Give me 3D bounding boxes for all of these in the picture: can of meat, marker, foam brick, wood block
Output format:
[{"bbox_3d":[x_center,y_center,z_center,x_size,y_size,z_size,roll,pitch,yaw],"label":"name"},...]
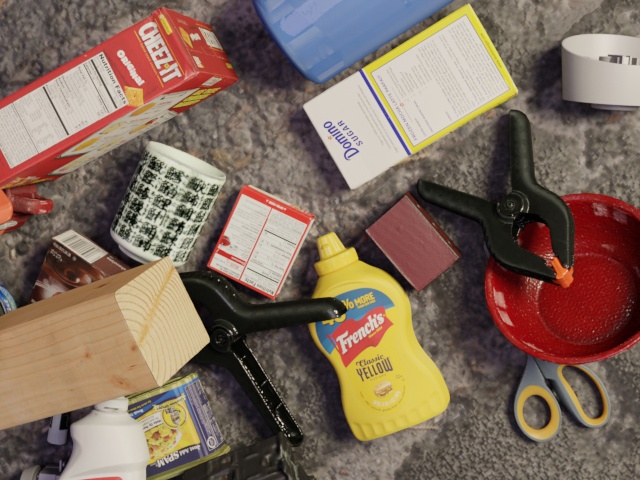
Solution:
[{"bbox_3d":[-0.151,0.184,1.032,0.102,0.057,0.084,-22,90,10],"label":"can of meat"},{"bbox_3d":[-0.254,0.143,1.062,0.020,0.020,0.121,11,96,7],"label":"marker"},{"bbox_3d":[0.086,0.001,0.983,0.051,0.053,0.078,-41,89,9],"label":"foam brick"},{"bbox_3d":[-0.218,0.095,0.963,0.206,0.090,0.090,-18,102,30],"label":"wood block"}]

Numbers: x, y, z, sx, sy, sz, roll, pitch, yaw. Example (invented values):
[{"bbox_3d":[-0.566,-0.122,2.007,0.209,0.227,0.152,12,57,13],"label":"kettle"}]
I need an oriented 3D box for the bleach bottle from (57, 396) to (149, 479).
[{"bbox_3d":[-0.215,0.261,0.984,0.102,0.068,0.251,6,88,8],"label":"bleach bottle"}]

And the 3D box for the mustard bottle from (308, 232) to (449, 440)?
[{"bbox_3d":[0.042,0.083,0.994,0.096,0.058,0.191,-23,91,16],"label":"mustard bottle"}]

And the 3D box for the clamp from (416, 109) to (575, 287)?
[{"bbox_3d":[0.177,-0.036,0.948,0.120,0.039,0.172,-48,61,10],"label":"clamp"}]

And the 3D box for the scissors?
[{"bbox_3d":[0.186,0.103,0.996,0.096,0.016,0.202,-42,88,10],"label":"scissors"}]

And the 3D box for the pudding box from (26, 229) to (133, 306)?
[{"bbox_3d":[-0.218,0.056,1.023,0.113,0.039,0.090,34,119,11],"label":"pudding box"}]

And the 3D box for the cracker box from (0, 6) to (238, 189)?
[{"bbox_3d":[-0.195,-0.125,0.958,0.214,0.164,0.072,-27,93,10],"label":"cracker box"}]

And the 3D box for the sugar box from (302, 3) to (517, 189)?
[{"bbox_3d":[0.082,-0.130,0.978,0.176,0.048,0.093,-29,90,13],"label":"sugar box"}]

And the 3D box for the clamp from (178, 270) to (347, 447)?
[{"bbox_3d":[-0.083,0.097,1.012,0.210,0.036,0.165,20,115,20],"label":"clamp"}]

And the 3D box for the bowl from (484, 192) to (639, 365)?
[{"bbox_3d":[0.230,0.041,0.944,0.162,0.055,0.162,-11,61,20],"label":"bowl"}]

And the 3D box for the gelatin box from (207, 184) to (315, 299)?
[{"bbox_3d":[-0.057,0.001,1.016,0.073,0.030,0.089,25,98,4],"label":"gelatin box"}]

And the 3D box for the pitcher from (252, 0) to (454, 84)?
[{"bbox_3d":[0.057,-0.252,0.925,0.243,0.145,0.149,-34,88,12],"label":"pitcher"}]
